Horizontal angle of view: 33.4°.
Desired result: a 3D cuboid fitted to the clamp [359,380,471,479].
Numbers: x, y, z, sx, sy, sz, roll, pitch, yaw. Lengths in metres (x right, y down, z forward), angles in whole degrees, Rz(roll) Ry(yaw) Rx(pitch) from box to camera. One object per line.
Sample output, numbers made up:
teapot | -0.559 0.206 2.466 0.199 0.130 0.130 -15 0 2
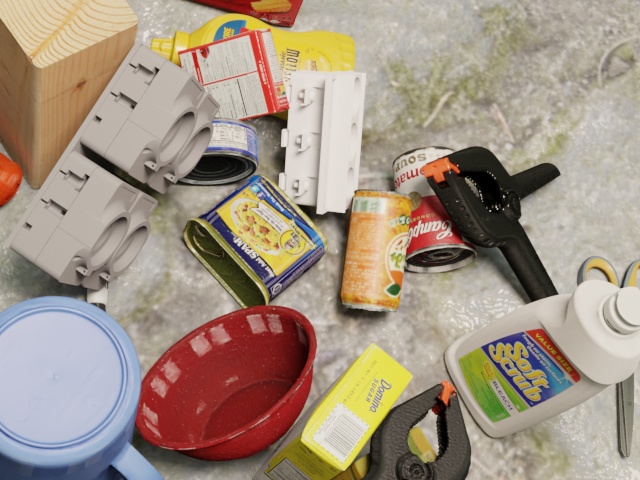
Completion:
clamp | 0.074 0.189 0.803 0.120 0.039 0.171 37 62 0

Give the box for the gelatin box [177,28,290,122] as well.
gelatin box | -0.078 -0.142 0.945 0.030 0.089 0.073 -26 105 -59

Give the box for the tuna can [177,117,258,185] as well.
tuna can | -0.098 -0.078 0.951 0.086 0.086 0.034 -1 73 -16

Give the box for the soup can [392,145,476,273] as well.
soup can | 0.105 -0.029 0.995 0.068 0.069 0.102 0 69 -15

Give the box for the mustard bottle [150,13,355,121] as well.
mustard bottle | -0.066 -0.164 1.012 0.191 0.058 0.096 10 78 -11

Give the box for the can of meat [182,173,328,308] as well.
can of meat | -0.056 0.001 0.946 0.102 0.058 0.083 47 62 6

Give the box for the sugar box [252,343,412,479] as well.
sugar box | 0.006 0.149 0.833 0.048 0.176 0.093 39 64 5

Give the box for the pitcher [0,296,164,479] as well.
pitcher | -0.182 0.132 0.752 0.149 0.243 0.145 -5 70 -17

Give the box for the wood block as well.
wood block | -0.218 -0.137 0.876 0.090 0.206 0.090 -32 79 -25

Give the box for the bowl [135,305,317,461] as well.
bowl | -0.067 0.125 0.862 0.162 0.162 0.055 -43 123 -26

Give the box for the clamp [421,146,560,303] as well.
clamp | 0.168 -0.037 0.988 0.209 0.036 0.164 34 52 -38

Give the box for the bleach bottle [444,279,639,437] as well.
bleach bottle | 0.187 0.086 0.867 0.068 0.251 0.102 -21 75 -23
